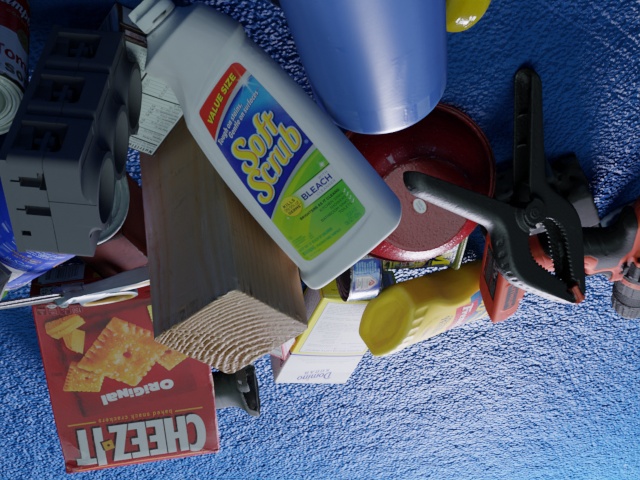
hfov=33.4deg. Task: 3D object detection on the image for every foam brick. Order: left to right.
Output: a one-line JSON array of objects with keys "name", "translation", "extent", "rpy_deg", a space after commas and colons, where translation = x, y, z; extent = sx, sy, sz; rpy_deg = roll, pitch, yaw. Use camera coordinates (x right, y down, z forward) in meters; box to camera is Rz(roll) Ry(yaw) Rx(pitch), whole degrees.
[{"name": "foam brick", "translation": [-0.187, -0.015, 0.960], "extent": [0.053, 0.078, 0.051], "rpy_deg": [-20, 143, 16]}]

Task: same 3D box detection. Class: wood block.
[{"name": "wood block", "translation": [-0.084, -0.008, 0.885], "extent": [0.090, 0.206, 0.090], "rpy_deg": [-32, 139, 26]}]

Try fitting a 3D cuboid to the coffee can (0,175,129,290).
[{"name": "coffee can", "translation": [-0.238, -0.025, 0.882], "extent": [0.102, 0.103, 0.141], "rpy_deg": [22, 150, -36]}]

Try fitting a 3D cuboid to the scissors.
[{"name": "scissors", "translation": [-0.196, 0.040, 0.906], "extent": [0.096, 0.016, 0.201], "rpy_deg": [-21, 173, 14]}]

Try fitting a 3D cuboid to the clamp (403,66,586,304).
[{"name": "clamp", "translation": [0.166, -0.023, 0.930], "extent": [0.164, 0.036, 0.210], "rpy_deg": [-34, 108, -22]}]

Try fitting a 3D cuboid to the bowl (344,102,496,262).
[{"name": "bowl", "translation": [0.086, -0.042, 0.956], "extent": [0.162, 0.055, 0.162], "rpy_deg": [-3, 115, -6]}]

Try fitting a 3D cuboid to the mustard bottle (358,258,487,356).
[{"name": "mustard bottle", "translation": [0.134, 0.063, 1.124], "extent": [0.191, 0.058, 0.096], "rpy_deg": [-15, 150, -39]}]

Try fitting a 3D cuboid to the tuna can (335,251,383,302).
[{"name": "tuna can", "translation": [0.036, 0.016, 1.050], "extent": [0.033, 0.086, 0.086], "rpy_deg": [-5, 143, -10]}]

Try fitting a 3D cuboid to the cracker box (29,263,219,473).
[{"name": "cracker box", "translation": [-0.194, 0.125, 1.083], "extent": [0.164, 0.072, 0.214], "rpy_deg": [-7, 117, -6]}]

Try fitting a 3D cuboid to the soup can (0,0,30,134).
[{"name": "soup can", "translation": [-0.244, -0.133, 0.767], "extent": [0.068, 0.102, 0.068], "rpy_deg": [-7, 143, -5]}]

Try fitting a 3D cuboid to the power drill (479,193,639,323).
[{"name": "power drill", "translation": [0.254, 0.029, 1.052], "extent": [0.187, 0.057, 0.184], "rpy_deg": [-11, 140, -6]}]

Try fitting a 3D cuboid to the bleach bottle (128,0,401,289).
[{"name": "bleach bottle", "translation": [-0.052, -0.083, 0.812], "extent": [0.103, 0.068, 0.250], "rpy_deg": [-39, 108, 17]}]

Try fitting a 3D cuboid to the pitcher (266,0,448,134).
[{"name": "pitcher", "translation": [0.018, -0.189, 0.753], "extent": [0.145, 0.149, 0.243], "rpy_deg": [-25, 147, -5]}]

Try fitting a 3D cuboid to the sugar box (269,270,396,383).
[{"name": "sugar box", "translation": [0.013, 0.097, 1.186], "extent": [0.093, 0.048, 0.176], "rpy_deg": [4, 144, -22]}]

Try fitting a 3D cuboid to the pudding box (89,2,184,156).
[{"name": "pudding box", "translation": [-0.148, -0.125, 0.856], "extent": [0.089, 0.039, 0.114], "rpy_deg": [18, 137, -31]}]
